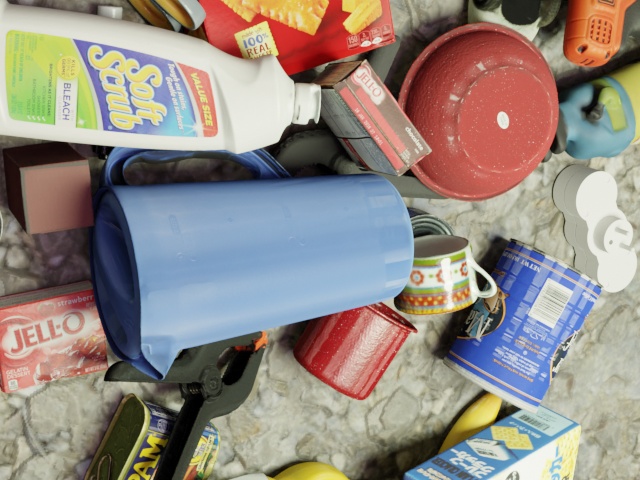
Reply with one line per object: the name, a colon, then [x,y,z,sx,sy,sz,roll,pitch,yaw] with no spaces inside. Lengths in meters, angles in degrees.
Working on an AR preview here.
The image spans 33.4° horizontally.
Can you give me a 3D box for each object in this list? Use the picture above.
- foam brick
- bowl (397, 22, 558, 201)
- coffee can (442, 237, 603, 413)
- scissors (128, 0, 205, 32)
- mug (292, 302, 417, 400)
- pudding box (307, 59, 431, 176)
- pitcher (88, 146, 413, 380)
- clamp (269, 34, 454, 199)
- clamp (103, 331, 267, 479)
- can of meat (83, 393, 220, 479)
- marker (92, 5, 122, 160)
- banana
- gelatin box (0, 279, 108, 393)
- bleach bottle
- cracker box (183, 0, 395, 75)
foam brick: [-0.208,-0.041,0.814,0.052,0.078,0.051,-9,109,-22]
bowl: [0.150,-0.109,0.938,0.162,0.055,0.162,-4,104,-18]
coffee can: [0.197,0.083,1.042,0.102,0.103,0.140,28,91,-31]
scissors: [-0.168,-0.223,0.806,0.202,0.096,0.016,40,74,1]
mug: [0.032,0.092,0.979,0.081,0.093,0.117,-58,157,4]
pudding box: [0.035,-0.100,0.864,0.039,0.114,0.090,-39,105,-8]
pitcher: [-0.056,0.001,0.843,0.242,0.145,0.149,-8,118,-26]
clamp: [0.017,-0.076,0.941,0.209,0.036,0.164,-26,109,-18]
clamp: [-0.103,0.133,0.901,0.171,0.039,0.120,-24,111,-46]
can of meat: [-0.145,0.194,0.929,0.083,0.058,0.102,24,94,-33]
marker: [-0.168,-0.124,0.843,0.020,0.020,0.121,-2,106,-27]
banana: [0.138,0.250,1.104,0.069,0.037,0.198,-1,108,-47]
gelatin box: [-0.222,0.077,0.869,0.089,0.030,0.073,-11,110,-24]
bleach bottle: [-0.125,-0.119,0.791,0.250,0.068,0.102,4,107,-6]
cracker box: [-0.038,-0.240,0.844,0.164,0.072,0.214,-20,113,-20]
